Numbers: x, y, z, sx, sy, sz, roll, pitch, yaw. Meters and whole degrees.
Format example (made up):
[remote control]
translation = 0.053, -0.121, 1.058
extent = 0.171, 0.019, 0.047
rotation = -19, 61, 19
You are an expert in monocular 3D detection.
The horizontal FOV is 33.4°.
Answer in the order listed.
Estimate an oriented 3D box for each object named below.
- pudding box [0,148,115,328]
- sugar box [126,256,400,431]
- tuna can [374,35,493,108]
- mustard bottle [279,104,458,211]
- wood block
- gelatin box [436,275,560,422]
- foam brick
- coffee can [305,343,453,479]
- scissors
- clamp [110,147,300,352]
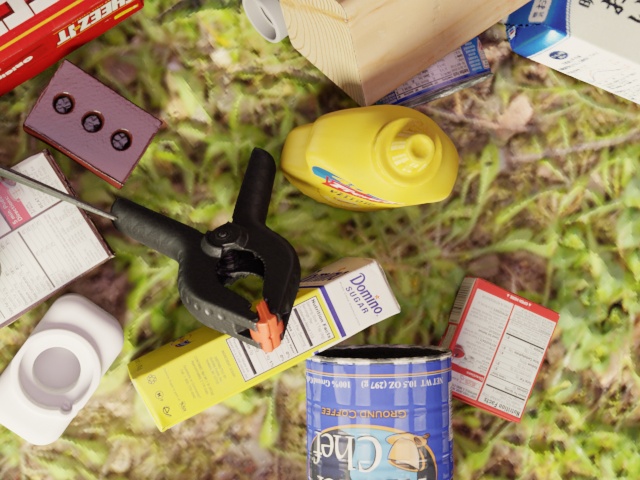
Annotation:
[pudding box]
translation = -0.208, 0.003, 0.714
extent = 0.113, 0.039, 0.090
rotation = -32, 98, -8
[sugar box]
translation = -0.042, 0.065, 0.722
extent = 0.176, 0.093, 0.048
rotation = -28, 96, -12
[tuna can]
translation = 0.076, -0.116, 0.751
extent = 0.086, 0.086, 0.034
rotation = -21, 93, -12
[mustard bottle]
translation = 0.036, -0.052, 0.687
extent = 0.096, 0.192, 0.058
rotation = 18, 86, -12
[wood block]
translation = 0.079, -0.191, 0.695
extent = 0.206, 0.090, 0.091
rotation = -34, 53, -13
[gelatin box]
translation = 0.126, 0.080, 0.789
extent = 0.073, 0.030, 0.089
rotation = 23, 85, -12
[foam brick]
translation = -0.153, -0.077, 0.719
extent = 0.078, 0.051, 0.053
rotation = 32, 83, -10
[coffee can]
translation = 0.041, 0.146, 0.733
extent = 0.102, 0.103, 0.140
rotation = -1, 90, -12
[scissors]
translation = -0.227, -0.051, 0.682
extent = 0.201, 0.096, 0.016
rotation = 27, 75, -12
[clamp]
translation = -0.055, 0.001, 0.703
extent = 0.120, 0.172, 0.039
rotation = -32, 141, -13
